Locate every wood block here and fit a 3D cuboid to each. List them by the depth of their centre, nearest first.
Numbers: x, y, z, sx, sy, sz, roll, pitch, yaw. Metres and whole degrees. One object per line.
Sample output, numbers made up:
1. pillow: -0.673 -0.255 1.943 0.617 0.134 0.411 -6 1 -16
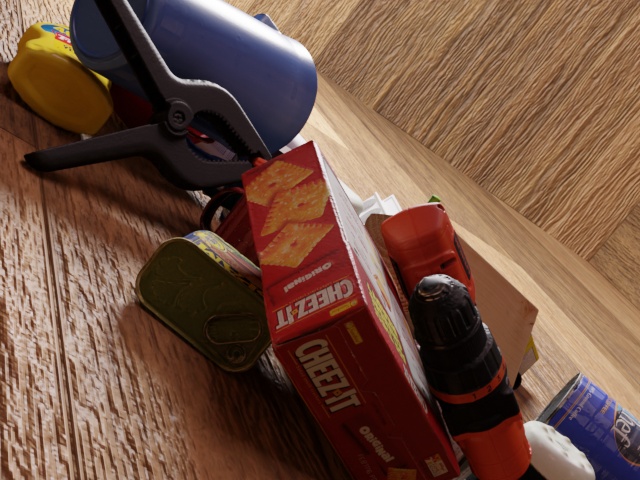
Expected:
1. wood block: 0.118 0.061 1.026 0.090 0.091 0.205 9 -18 39

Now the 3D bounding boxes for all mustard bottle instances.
1. mustard bottle: -0.245 -0.165 1.023 0.096 0.058 0.192 35 12 -22

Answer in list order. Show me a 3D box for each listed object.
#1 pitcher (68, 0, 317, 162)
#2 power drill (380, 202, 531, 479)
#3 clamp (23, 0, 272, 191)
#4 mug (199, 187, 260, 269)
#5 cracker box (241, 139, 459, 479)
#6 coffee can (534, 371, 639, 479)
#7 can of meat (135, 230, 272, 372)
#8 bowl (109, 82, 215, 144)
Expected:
1. pitcher: -0.119 -0.163 1.010 0.149 0.145 0.242 52 17 30
2. power drill: 0.089 0.055 0.757 0.187 0.057 0.184 -100 169 -53
3. clamp: -0.127 -0.110 0.882 0.209 0.164 0.036 17 -10 -33
4. mug: -0.056 0.001 0.895 0.117 0.081 0.093 45 14 31
5. cracker box: 0.015 0.052 0.745 0.164 0.072 0.214 60 9 -32
6. coffee can: 0.271 0.210 1.019 0.140 0.103 0.102 40 12 10
7. can of meat: -0.073 0.040 0.767 0.102 0.057 0.084 39 9 0
8. bowl: -0.179 -0.154 1.125 0.162 0.055 0.162 48 18 -21
